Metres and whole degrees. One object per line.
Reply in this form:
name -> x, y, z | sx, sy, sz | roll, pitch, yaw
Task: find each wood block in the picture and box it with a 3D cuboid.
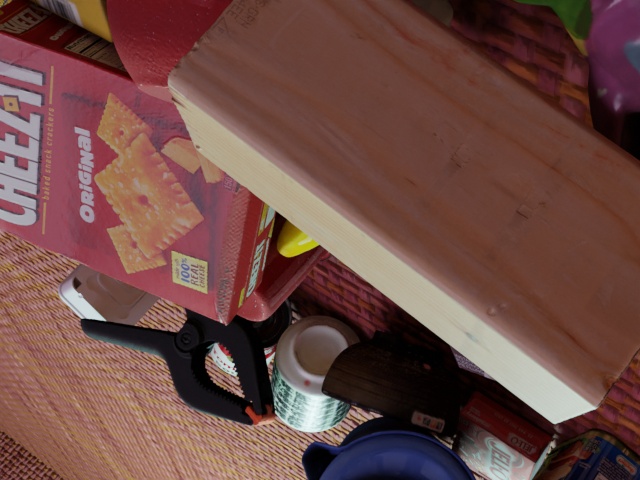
wood block -> 0.047, -0.024, 0.449 | 0.206, 0.090, 0.091 | 38, 170, 10

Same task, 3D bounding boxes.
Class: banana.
banana -> 0.002, -0.041, 0.719 | 0.198, 0.069, 0.037 | 94, 161, -68

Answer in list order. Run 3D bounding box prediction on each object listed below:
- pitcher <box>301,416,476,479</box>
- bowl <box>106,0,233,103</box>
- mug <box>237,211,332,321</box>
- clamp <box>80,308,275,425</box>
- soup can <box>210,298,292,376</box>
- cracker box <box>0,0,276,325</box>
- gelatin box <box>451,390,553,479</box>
pitcher -> 0.068, 0.219, 0.891 | 0.243, 0.145, 0.149 | 48, -148, -85
bowl -> -0.054, -0.103, 0.609 | 0.162, 0.055, 0.162 | 13, 180, 0
mug -> -0.056, 0.001, 0.843 | 0.093, 0.081, 0.117 | 7, 138, 51
clamp -> -0.108, 0.076, 0.947 | 0.210, 0.165, 0.036 | 40, -166, 23
soup can -> -0.069, 0.085, 1.014 | 0.068, 0.068, 0.102 | 39, 156, 5
cracker box -> -0.135, -0.056, 0.741 | 0.214, 0.072, 0.164 | 21, 125, 11
gelatin box -> 0.148, 0.171, 0.888 | 0.073, 0.030, 0.089 | 32, 154, 20
